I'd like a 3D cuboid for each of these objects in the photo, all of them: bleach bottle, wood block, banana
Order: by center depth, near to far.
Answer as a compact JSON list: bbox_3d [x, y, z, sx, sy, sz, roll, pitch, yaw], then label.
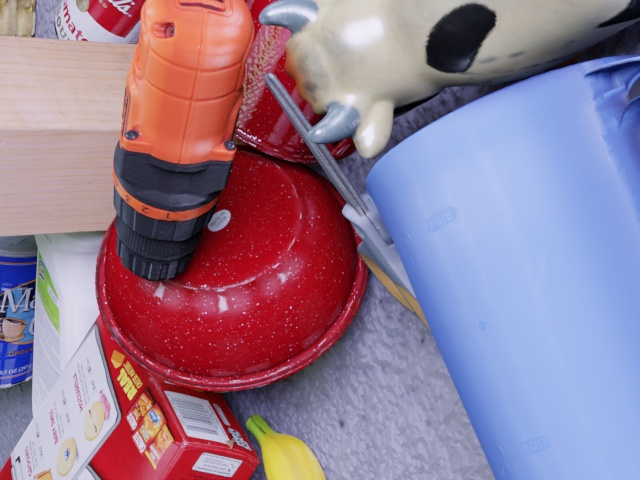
[{"bbox_3d":[-0.146,-0.066,0.672,0.090,0.205,0.091,55,132,32],"label":"wood block"},{"bbox_3d":[-0.011,0.209,0.673,0.070,0.037,0.198,164,100,-68],"label":"banana"},{"bbox_3d":[-0.176,0.057,0.794,0.103,0.068,0.251,47,140,39],"label":"bleach bottle"}]

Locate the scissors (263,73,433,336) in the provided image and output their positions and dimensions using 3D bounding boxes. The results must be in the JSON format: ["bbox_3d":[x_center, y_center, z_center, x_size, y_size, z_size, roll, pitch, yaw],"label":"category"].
[{"bbox_3d":[0.019,-0.012,0.532,0.201,0.016,0.096,52,174,-25],"label":"scissors"}]

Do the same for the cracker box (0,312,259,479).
[{"bbox_3d":[-0.146,0.173,0.725,0.214,0.072,0.164,-57,39,13],"label":"cracker box"}]

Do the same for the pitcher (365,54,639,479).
[{"bbox_3d":[0.123,0.055,0.417,0.145,0.149,0.243,-23,77,13],"label":"pitcher"}]

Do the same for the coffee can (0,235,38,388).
[{"bbox_3d":[-0.285,0.044,0.938,0.103,0.102,0.140,40,123,41],"label":"coffee can"}]

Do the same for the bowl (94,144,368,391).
[{"bbox_3d":[-0.054,0.001,0.601,0.162,0.162,0.055,58,168,29],"label":"bowl"}]

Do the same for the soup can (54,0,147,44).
[{"bbox_3d":[-0.142,-0.174,0.767,0.102,0.068,0.068,-32,69,49],"label":"soup can"}]

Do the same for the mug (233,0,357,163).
[{"bbox_3d":[-0.008,-0.095,0.593,0.117,0.093,0.082,54,127,36],"label":"mug"}]

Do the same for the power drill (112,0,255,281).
[{"bbox_3d":[-0.070,-0.095,0.524,0.185,0.057,0.187,115,155,-51],"label":"power drill"}]
